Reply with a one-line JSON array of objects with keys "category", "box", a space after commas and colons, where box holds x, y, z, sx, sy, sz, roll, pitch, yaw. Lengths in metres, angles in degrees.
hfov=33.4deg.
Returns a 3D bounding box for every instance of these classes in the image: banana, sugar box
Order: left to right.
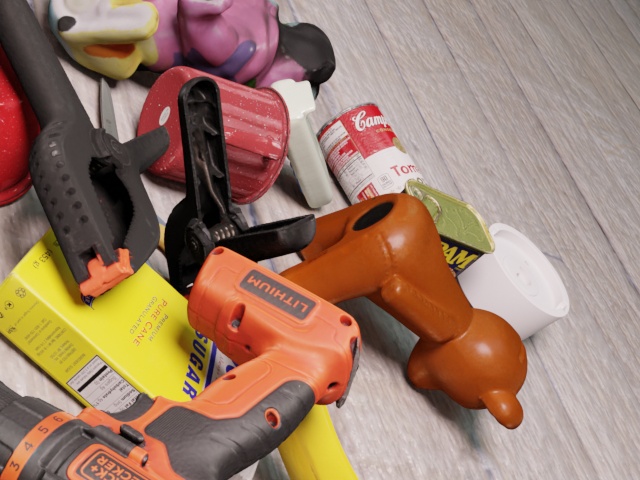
[{"category": "sugar box", "box": [-0.103, 0.066, 0.622, 0.176, 0.048, 0.093, 41, 29, -10]}, {"category": "banana", "box": [0.001, 0.126, 0.644, 0.069, 0.037, 0.197, -79, 148, -55]}]

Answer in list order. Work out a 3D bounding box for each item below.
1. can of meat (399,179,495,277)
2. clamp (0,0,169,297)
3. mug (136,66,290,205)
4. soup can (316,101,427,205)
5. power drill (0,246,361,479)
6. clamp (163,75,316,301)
[{"category": "can of meat", "box": [0.083, 0.004, 0.911, 0.101, 0.084, 0.057, 19, 39, -41]}, {"category": "clamp", "box": [-0.141, -0.055, 0.627, 0.164, 0.036, 0.210, 47, 18, -36]}, {"category": "mug", "box": [-0.075, -0.077, 0.780, 0.081, 0.093, 0.117, 14, 6, -38]}, {"category": "soup can", "box": [0.048, -0.065, 0.967, 0.068, 0.069, 0.102, -1, 55, -54]}, {"category": "power drill", "box": [-0.080, 0.078, 0.525, 0.184, 0.057, 0.187, 29, 42, 16]}, {"category": "clamp", "box": [-0.054, 0.001, 0.632, 0.039, 0.172, 0.120, -18, 54, -27]}]
